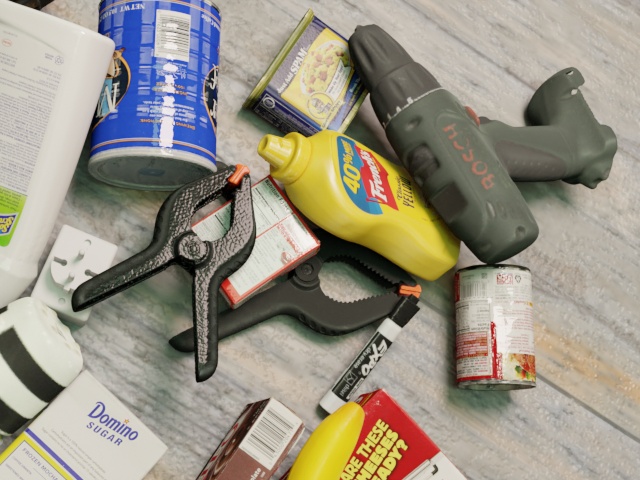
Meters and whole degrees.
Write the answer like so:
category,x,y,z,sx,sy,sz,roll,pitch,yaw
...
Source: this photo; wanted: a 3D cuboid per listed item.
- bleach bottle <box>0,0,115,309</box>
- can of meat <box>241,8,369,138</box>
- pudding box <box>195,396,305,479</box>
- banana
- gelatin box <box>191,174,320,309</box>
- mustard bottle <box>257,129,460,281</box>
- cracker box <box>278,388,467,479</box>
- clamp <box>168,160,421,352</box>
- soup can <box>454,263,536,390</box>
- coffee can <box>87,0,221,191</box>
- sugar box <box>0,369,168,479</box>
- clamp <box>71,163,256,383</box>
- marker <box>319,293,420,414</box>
category,x,y,z,sx,sy,sz,roll,pitch,yaw
bleach bottle,-0.244,-0.051,0.821,0.103,0.068,0.251,21,94,14
can of meat,-0.005,-0.136,0.932,0.084,0.057,0.102,35,72,-8
pudding box,-0.066,0.178,0.829,0.039,0.090,0.113,40,71,-6
banana,-0.003,0.218,0.793,0.069,0.037,0.198,8,75,-25
gelatin box,-0.056,0.001,0.868,0.089,0.030,0.073,-35,82,-13
mustard bottle,0.029,-0.040,0.880,0.191,0.058,0.096,25,43,-30
cracker box,0.059,0.253,0.856,0.164,0.072,0.213,-43,91,-20
clamp,-0.019,0.018,0.904,0.209,0.036,0.164,4,78,-10
soup can,0.150,0.076,0.921,0.068,0.069,0.102,4,77,-15
coffee can,-0.134,-0.120,0.869,0.102,0.103,0.140,4,77,-14
sugar box,-0.210,0.193,0.811,0.093,0.048,0.176,45,67,-2
clamp,-0.111,0.011,0.821,0.120,0.039,0.171,24,69,-12
marker,0.043,0.094,0.892,0.020,0.020,0.121,37,92,-5
